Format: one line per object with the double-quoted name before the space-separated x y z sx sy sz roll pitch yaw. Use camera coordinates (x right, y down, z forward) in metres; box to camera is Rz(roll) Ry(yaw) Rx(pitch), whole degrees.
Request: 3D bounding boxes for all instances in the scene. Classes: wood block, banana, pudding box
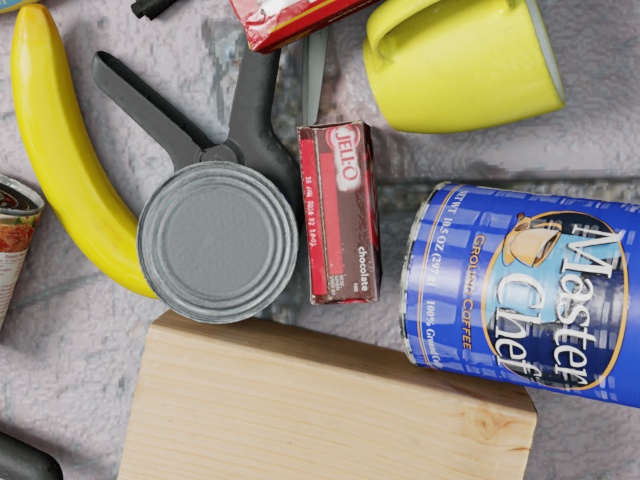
"wood block" 0.005 0.104 0.593 0.206 0.090 0.091 12 96 4
"banana" -0.131 -0.039 0.618 0.070 0.037 0.198 -34 92 16
"pudding box" 0.012 -0.017 0.570 0.039 0.113 0.090 -4 95 2

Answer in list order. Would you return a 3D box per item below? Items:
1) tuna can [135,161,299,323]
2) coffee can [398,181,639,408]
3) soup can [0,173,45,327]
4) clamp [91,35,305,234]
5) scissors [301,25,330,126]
"tuna can" -0.054 0.001 0.574 0.086 0.034 0.086 0 91 2
"coffee can" 0.124 0.027 0.548 0.140 0.102 0.103 8 96 25
"soup can" -0.207 0.014 0.611 0.068 0.068 0.102 23 103 3
"clamp" -0.047 -0.055 0.607 0.120 0.039 0.171 -25 96 25
"scissors" 0.020 -0.163 0.581 0.096 0.016 0.202 -5 108 16
